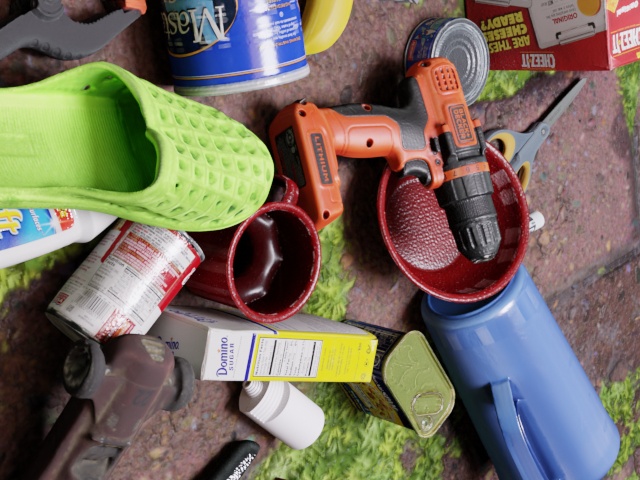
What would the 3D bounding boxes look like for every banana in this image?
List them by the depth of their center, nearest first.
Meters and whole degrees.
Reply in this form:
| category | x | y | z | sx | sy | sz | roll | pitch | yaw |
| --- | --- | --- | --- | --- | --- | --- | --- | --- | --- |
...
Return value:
| category | x | y | z | sx | sy | sz | roll | pitch | yaw |
| --- | --- | --- | --- | --- | --- | --- | --- | --- | --- |
| banana | -0.002 | -0.240 | 0.872 | 0.069 | 0.037 | 0.198 | -9 | 103 | -43 |

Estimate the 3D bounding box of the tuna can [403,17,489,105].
| category | x | y | z | sx | sy | sz | roll | pitch | yaw |
| --- | --- | --- | --- | --- | --- | --- | --- | --- | --- |
| tuna can | 0.119 | -0.165 | 0.996 | 0.085 | 0.034 | 0.086 | -8 | 103 | -41 |

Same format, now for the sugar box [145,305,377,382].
| category | x | y | z | sx | sy | sz | roll | pitch | yaw |
| --- | --- | --- | --- | --- | --- | --- | --- | --- | --- |
| sugar box | -0.048 | 0.083 | 0.847 | 0.175 | 0.094 | 0.048 | 4 | 96 | -42 |

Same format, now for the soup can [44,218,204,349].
| category | x | y | z | sx | sy | sz | roll | pitch | yaw |
| --- | --- | --- | --- | --- | --- | --- | --- | --- | --- |
| soup can | -0.141 | 0.032 | 0.768 | 0.102 | 0.069 | 0.068 | -54 | 128 | -18 |

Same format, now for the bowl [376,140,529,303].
| category | x | y | z | sx | sy | sz | roll | pitch | yaw |
| --- | --- | --- | --- | --- | --- | --- | --- | --- | --- |
| bowl | 0.111 | -0.020 | 0.978 | 0.161 | 0.055 | 0.162 | 5 | 77 | -25 |

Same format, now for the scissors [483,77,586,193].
| category | x | y | z | sx | sy | sz | roll | pitch | yaw |
| --- | --- | --- | --- | --- | --- | --- | --- | --- | --- |
| scissors | 0.215 | -0.119 | 1.103 | 0.096 | 0.016 | 0.201 | 44 | 68 | -37 |

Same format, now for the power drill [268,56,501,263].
| category | x | y | z | sx | sy | sz | roll | pitch | yaw |
| --- | --- | --- | --- | --- | --- | --- | --- | --- | --- |
| power drill | 0.059 | -0.057 | 0.897 | 0.187 | 0.057 | 0.184 | -12 | 81 | -30 |

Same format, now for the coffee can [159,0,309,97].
| category | x | y | z | sx | sy | sz | roll | pitch | yaw |
| --- | --- | --- | --- | --- | --- | --- | --- | --- | --- |
| coffee can | -0.068 | -0.184 | 0.777 | 0.102 | 0.103 | 0.140 | -22 | 111 | -38 |

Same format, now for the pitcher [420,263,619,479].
| category | x | y | z | sx | sy | sz | roll | pitch | yaw |
| --- | --- | --- | --- | --- | --- | --- | --- | --- | --- |
| pitcher | 0.193 | 0.139 | 1.047 | 0.145 | 0.149 | 0.242 | -40 | 119 | -17 |

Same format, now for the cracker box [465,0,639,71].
| category | x | y | z | sx | sy | sz | roll | pitch | yaw |
| --- | --- | --- | --- | --- | --- | --- | --- | --- | --- |
| cracker box | 0.209 | -0.266 | 0.973 | 0.071 | 0.164 | 0.214 | -21 | 110 | -36 |

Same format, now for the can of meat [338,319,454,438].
| category | x | y | z | sx | sy | sz | roll | pitch | yaw |
| --- | --- | --- | --- | --- | --- | --- | --- | --- | --- |
| can of meat | 0.060 | 0.121 | 0.957 | 0.057 | 0.084 | 0.102 | -49 | 125 | -26 |

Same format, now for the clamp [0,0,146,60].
| category | x | y | z | sx | sy | sz | roll | pitch | yaw |
| --- | --- | --- | --- | --- | --- | --- | --- | --- | --- |
| clamp | -0.195 | -0.170 | 0.709 | 0.171 | 0.039 | 0.120 | -21 | 115 | -45 |

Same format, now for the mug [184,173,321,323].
| category | x | y | z | sx | sy | sz | roll | pitch | yaw |
| --- | --- | --- | --- | --- | --- | --- | --- | --- | --- |
| mug | -0.055 | 0.001 | 0.834 | 0.093 | 0.082 | 0.117 | 30 | 77 | -41 |
